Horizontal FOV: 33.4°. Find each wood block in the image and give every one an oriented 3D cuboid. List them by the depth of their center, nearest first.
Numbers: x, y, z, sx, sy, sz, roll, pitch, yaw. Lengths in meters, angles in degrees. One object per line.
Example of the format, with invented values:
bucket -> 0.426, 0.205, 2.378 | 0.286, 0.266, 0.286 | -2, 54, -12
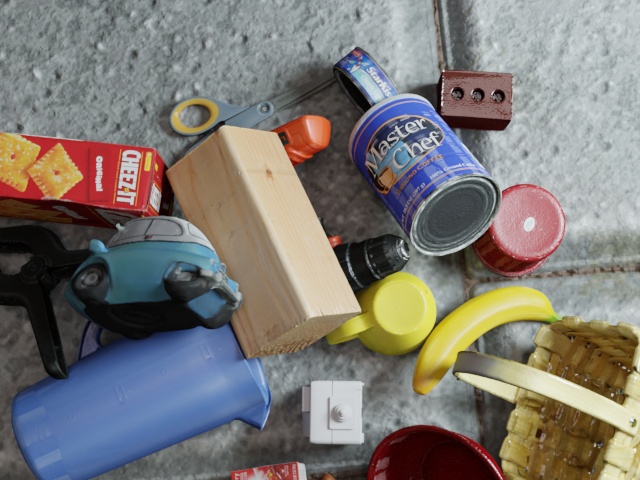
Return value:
wood block -> -0.056, 0.001, 1.040 | 0.090, 0.090, 0.206 | -35, 71, 30

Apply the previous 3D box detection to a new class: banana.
banana -> 0.167, 0.092, 1.101 | 0.197, 0.037, 0.070 | -21, 69, -21

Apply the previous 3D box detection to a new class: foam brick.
foam brick -> 0.166, -0.151, 1.150 | 0.078, 0.051, 0.053 | 3, 82, 0

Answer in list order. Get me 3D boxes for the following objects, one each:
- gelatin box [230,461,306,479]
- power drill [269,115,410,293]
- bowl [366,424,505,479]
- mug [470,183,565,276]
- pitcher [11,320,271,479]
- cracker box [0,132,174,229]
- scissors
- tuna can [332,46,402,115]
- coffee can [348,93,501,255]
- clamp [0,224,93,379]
gelatin box -> -0.049, 0.274, 1.082 | 0.073, 0.030, 0.089 | -12, 71, 13
power drill -> -0.007, -0.029, 1.095 | 0.185, 0.057, 0.188 | -20, 76, 29
bowl -> 0.128, 0.251, 1.066 | 0.162, 0.055, 0.162 | 10, 109, 32
mug -> 0.196, -0.012, 1.115 | 0.117, 0.081, 0.093 | -3, 82, -1
pitcher -> -0.183, 0.144, 1.071 | 0.243, 0.149, 0.145 | -25, 125, -1
cracker box -> -0.264, -0.055, 1.077 | 0.213, 0.164, 0.072 | 7, 83, 1
scissors -> -0.080, -0.152, 1.167 | 0.201, 0.016, 0.096 | -42, 84, -6
tuna can -> 0.051, -0.162, 1.134 | 0.033, 0.086, 0.086 | -39, 84, -4
coffee can -> 0.104, -0.068, 1.082 | 0.102, 0.103, 0.140 | -29, 49, -5
clamp -> -0.287, 0.045, 1.085 | 0.210, 0.036, 0.164 | 17, 61, 24
